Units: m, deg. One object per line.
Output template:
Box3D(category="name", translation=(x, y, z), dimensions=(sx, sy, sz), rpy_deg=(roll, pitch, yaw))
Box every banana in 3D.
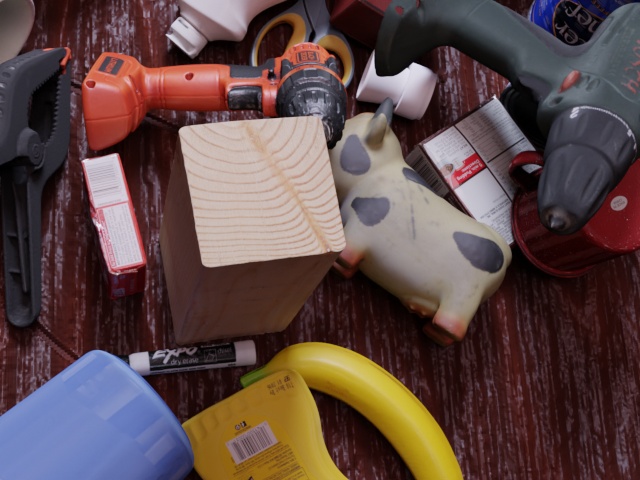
Box3D(category="banana", translation=(0.039, 0.132, 0.797), dimensions=(0.198, 0.037, 0.070), rpy_deg=(34, 98, 4))

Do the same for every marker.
Box3D(category="marker", translation=(-0.108, 0.089, 0.787), dimensions=(0.121, 0.020, 0.020), rpy_deg=(-5, 73, -13))

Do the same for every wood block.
Box3D(category="wood block", translation=(-0.054, 0.001, 0.727), dimensions=(0.090, 0.206, 0.091), rpy_deg=(-7, 73, -14))

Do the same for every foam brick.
Box3D(category="foam brick", translation=(0.056, -0.192, 0.884), dimensions=(0.078, 0.053, 0.051), rpy_deg=(26, 69, -24))

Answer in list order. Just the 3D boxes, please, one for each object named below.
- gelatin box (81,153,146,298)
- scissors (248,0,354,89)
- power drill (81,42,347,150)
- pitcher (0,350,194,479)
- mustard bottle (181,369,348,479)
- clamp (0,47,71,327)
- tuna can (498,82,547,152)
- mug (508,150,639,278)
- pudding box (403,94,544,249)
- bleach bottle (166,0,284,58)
Box3D(category="gelatin box", translation=(-0.152, -0.009, 0.781), dimensions=(0.030, 0.073, 0.089), rpy_deg=(-13, 76, -15))
Box3D(category="scissors", translation=(0.010, -0.201, 0.907), dimensions=(0.096, 0.016, 0.201), rpy_deg=(31, 69, -3))
Box3D(category="power drill", translation=(-0.074, -0.101, 0.779), dimensions=(0.187, 0.184, 0.057), rpy_deg=(-1, 111, -2))
Box3D(category="pitcher", translation=(-0.194, 0.189, 0.677), dimensions=(0.242, 0.145, 0.149), rpy_deg=(-41, 97, -23))
Box3D(category="mustard bottle", translation=(-0.016, 0.193, 0.747), dimensions=(0.096, 0.058, 0.191), rpy_deg=(-29, 82, 2))
Box3D(category="clamp", translation=(-0.219, -0.053, 0.772), dimensions=(0.036, 0.164, 0.210), rpy_deg=(-1, 48, 16))
Box3D(category="tuna can", translation=(0.192, -0.109, 0.878), dimensions=(0.086, 0.086, 0.033), rpy_deg=(35, 67, 1))
Box3D(category="mug", translation=(0.197, -0.031, 0.817), dimensions=(0.117, 0.082, 0.093), rpy_deg=(39, 70, -8))
Box3D(category="pudding box", translation=(0.138, -0.050, 0.873), dimensions=(0.090, 0.039, 0.113), rpy_deg=(-33, 85, -22))
Box3D(category="bleach bottle", translation=(-0.025, -0.244, 0.857), dimensions=(0.102, 0.068, 0.251), rpy_deg=(42, 91, 7))
